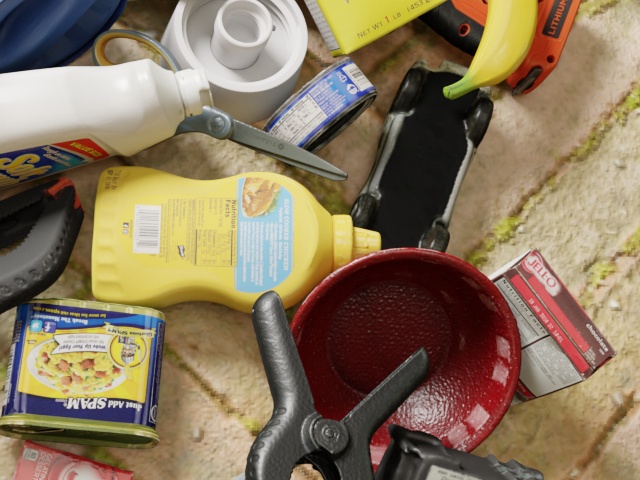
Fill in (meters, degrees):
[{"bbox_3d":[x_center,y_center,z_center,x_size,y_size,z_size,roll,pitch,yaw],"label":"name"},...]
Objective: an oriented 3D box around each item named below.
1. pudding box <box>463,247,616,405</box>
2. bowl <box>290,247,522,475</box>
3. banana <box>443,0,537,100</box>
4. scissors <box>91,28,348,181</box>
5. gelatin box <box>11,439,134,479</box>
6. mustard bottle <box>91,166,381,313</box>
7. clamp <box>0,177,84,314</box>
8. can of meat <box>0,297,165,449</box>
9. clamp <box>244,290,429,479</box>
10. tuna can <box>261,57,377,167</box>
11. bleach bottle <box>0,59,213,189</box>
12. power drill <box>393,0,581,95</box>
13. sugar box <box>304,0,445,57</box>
[{"bbox_3d":[0.141,0.064,0.746,0.039,0.114,0.090,-33,85,-27],"label":"pudding box"},{"bbox_3d":[0.051,0.077,0.727,0.162,0.055,0.162,-2,104,-7],"label":"bowl"},{"bbox_3d":[0.130,-0.198,0.807,0.069,0.037,0.198,6,72,-13],"label":"banana"},{"bbox_3d":[-0.087,-0.069,0.747,0.202,0.016,0.096,38,100,6],"label":"scissors"},{"bbox_3d":[-0.165,0.178,0.669,0.073,0.030,0.089,19,69,-10],"label":"gelatin box"},{"bbox_3d":[-0.055,0.001,0.724,0.191,0.058,0.096,1,73,-4],"label":"mustard bottle"},{"bbox_3d":[-0.219,0.034,0.663,0.165,0.036,0.209,24,51,36],"label":"clamp"},{"bbox_3d":[-0.152,0.086,0.689,0.102,0.057,0.084,7,69,-13],"label":"can of meat"},{"bbox_3d":[0.009,0.118,0.644,0.120,0.039,0.171,11,63,-11],"label":"clamp"},{"bbox_3d":[0.000,-0.092,0.772,0.086,0.086,0.034,-39,88,-23],"label":"tuna can"},{"bbox_3d":[-0.194,-0.073,0.685,0.250,0.102,0.068,-15,76,-9],"label":"bleach bottle"},{"bbox_3d":[0.116,-0.215,0.861,0.187,0.057,0.184,24,72,-4],"label":"power drill"},{"bbox_3d":[0.012,-0.231,0.766,0.093,0.048,0.176,-30,104,-9],"label":"sugar box"}]
